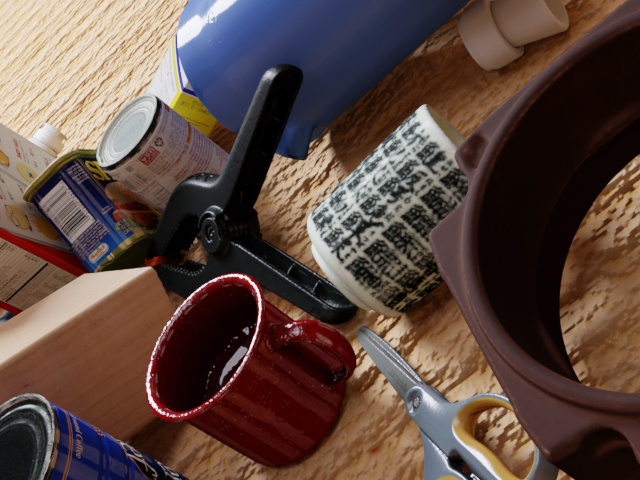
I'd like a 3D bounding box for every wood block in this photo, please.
[{"bbox_3d":[-0.185,0.105,0.670,0.091,0.090,0.205,-6,23,46],"label":"wood block"}]

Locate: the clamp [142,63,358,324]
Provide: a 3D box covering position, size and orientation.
[{"bbox_3d":[-0.055,0.001,0.715,0.210,0.036,0.164,-33,70,47],"label":"clamp"}]

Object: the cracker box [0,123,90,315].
[{"bbox_3d":[-0.258,-0.027,0.822,0.072,0.213,0.164,-42,49,12],"label":"cracker box"}]

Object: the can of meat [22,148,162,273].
[{"bbox_3d":[-0.164,-0.020,0.812,0.057,0.084,0.102,-42,-6,12],"label":"can of meat"}]

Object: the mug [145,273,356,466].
[{"bbox_3d":[-0.031,0.074,0.608,0.117,0.081,0.093,-25,42,33],"label":"mug"}]

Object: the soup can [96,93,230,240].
[{"bbox_3d":[-0.108,-0.054,0.799,0.069,0.102,0.068,-31,39,29],"label":"soup can"}]

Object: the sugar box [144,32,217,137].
[{"bbox_3d":[-0.107,-0.120,0.867,0.176,0.048,0.093,-53,31,30],"label":"sugar box"}]

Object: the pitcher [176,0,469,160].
[{"bbox_3d":[0.019,-0.178,0.687,0.243,0.149,0.144,-33,16,45],"label":"pitcher"}]

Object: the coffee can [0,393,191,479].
[{"bbox_3d":[-0.125,0.160,0.586,0.103,0.140,0.103,-30,39,28],"label":"coffee can"}]

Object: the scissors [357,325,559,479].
[{"bbox_3d":[0.051,0.104,0.542,0.202,0.016,0.096,11,83,66],"label":"scissors"}]
